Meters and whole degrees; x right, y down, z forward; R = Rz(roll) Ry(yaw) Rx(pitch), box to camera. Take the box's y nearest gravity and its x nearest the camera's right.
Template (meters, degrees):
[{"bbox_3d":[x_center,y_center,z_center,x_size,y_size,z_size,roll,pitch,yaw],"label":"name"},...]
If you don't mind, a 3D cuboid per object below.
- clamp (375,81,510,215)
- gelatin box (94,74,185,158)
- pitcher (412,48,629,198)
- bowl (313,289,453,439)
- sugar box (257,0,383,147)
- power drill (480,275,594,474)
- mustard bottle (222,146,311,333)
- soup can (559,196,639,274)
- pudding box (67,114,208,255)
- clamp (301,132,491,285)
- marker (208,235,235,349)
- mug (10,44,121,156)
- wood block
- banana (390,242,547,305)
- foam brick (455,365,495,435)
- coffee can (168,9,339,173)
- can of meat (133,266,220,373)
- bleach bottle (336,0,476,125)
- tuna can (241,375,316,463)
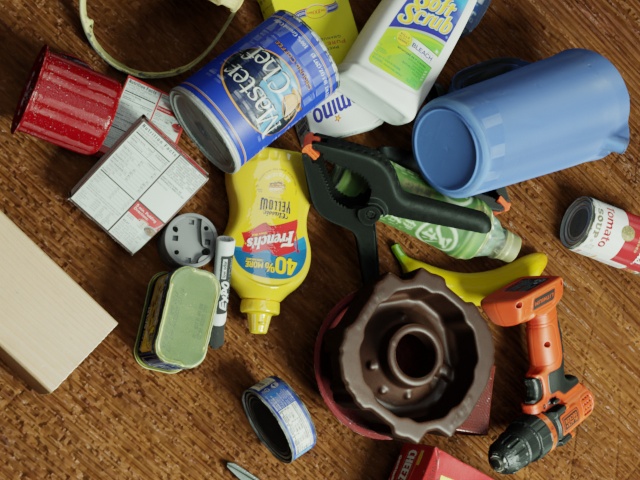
[{"bbox_3d":[0.154,-0.099,1.222,0.171,0.039,0.120,34,76,-18],"label":"clamp"},{"bbox_3d":[-0.182,-0.114,1.095,0.073,0.030,0.089,24,75,-16],"label":"gelatin box"},{"bbox_3d":[0.211,-0.132,1.176,0.242,0.149,0.145,-20,97,-37],"label":"pitcher"},{"bbox_3d":[0.059,0.130,1.141,0.161,0.055,0.162,3,81,-21],"label":"bowl"},{"bbox_3d":[0.001,-0.199,1.171,0.093,0.048,0.176,-18,88,-23],"label":"sugar box"},{"bbox_3d":[0.228,0.143,1.166,0.184,0.057,0.187,-24,107,-46],"label":"power drill"},{"bbox_3d":[-0.057,0.001,1.112,0.096,0.058,0.191,8,80,-19],"label":"mustard bottle"},{"bbox_3d":[0.345,-0.006,1.268,0.102,0.069,0.068,19,76,-17],"label":"soup can"},{"bbox_3d":[-0.180,-0.054,1.058,0.090,0.039,0.113,44,92,-15],"label":"pudding box"},{"bbox_3d":[0.050,-0.027,1.112,0.209,0.165,0.036,37,28,-18],"label":"clamp"},{"bbox_3d":[-0.102,0.054,1.080,0.020,0.020,0.121,-1,112,-22],"label":"marker"},{"bbox_3d":[-0.247,-0.141,1.050,0.081,0.093,0.117,21,39,-23],"label":"mug"},{"bbox_3d":[-0.300,0.041,0.993,0.206,0.090,0.090,45,69,-9],"label":"wood block"},{"bbox_3d":[0.174,0.041,1.210,0.197,0.037,0.069,4,81,-21],"label":"banana"},{"bbox_3d":[0.154,0.173,1.175,0.053,0.051,0.078,13,78,-19],"label":"foam brick"},{"bbox_3d":[-0.066,-0.149,1.068,0.140,0.103,0.103,-40,98,-16],"label":"coffee can"},{"bbox_3d":[-0.141,0.078,1.054,0.057,0.084,0.102,16,77,-19],"label":"can of meat"},{"bbox_3d":[0.110,-0.254,1.151,0.102,0.068,0.250,31,78,-16],"label":"bleach bottle"},{"bbox_3d":[-0.041,0.180,1.078,0.033,0.086,0.086,-30,94,-25],"label":"tuna can"}]
